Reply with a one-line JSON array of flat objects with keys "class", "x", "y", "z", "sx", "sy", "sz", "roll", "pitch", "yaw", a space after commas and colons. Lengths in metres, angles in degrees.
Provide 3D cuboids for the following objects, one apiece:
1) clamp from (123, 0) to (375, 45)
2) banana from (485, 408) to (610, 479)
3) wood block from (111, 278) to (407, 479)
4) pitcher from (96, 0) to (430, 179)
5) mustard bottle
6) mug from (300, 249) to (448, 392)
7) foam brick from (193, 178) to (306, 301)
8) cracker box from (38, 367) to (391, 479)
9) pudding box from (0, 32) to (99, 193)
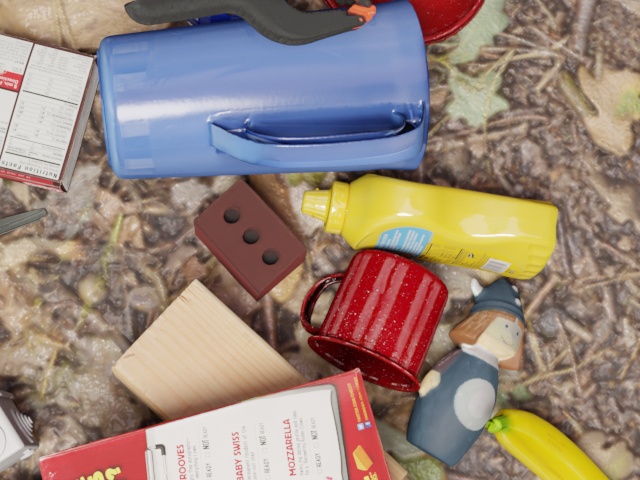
[{"class": "clamp", "x": -0.049, "y": -0.177, "z": 0.745, "sx": 0.171, "sy": 0.039, "sz": 0.120, "roll": 28, "pitch": 94, "yaw": -8}, {"class": "banana", "x": 0.193, "y": 0.189, "z": 0.820, "sx": 0.197, "sy": 0.069, "sz": 0.037, "roll": 42, "pitch": 119, "yaw": -10}, {"class": "wood block", "x": -0.048, "y": 0.136, "z": 0.793, "sx": 0.206, "sy": 0.090, "sz": 0.090, "roll": 42, "pitch": 76, "yaw": 4}, {"class": "pitcher", "x": -0.042, "y": -0.105, "z": 0.808, "sx": 0.242, "sy": 0.149, "sz": 0.145, "roll": -6, "pitch": 80, "yaw": -9}, {"class": "mustard bottle", "x": 0.080, "y": -0.014, "z": 0.833, "sx": 0.191, "sy": 0.096, "sz": 0.058, "roll": 9, "pitch": 76, "yaw": -4}, {"class": "mug", "x": 0.038, "y": 0.058, "z": 0.826, "sx": 0.117, "sy": 0.093, "sz": 0.081, "roll": 12, "pitch": 68, "yaw": 34}, {"class": "foam brick", "x": -0.055, "y": 0.001, "z": 0.839, "sx": 0.053, "sy": 0.051, "sz": 0.078, "roll": -43, "pitch": 86, "yaw": -12}, {"class": "cracker box", "x": -0.056, "y": 0.190, "z": 0.698, "sx": 0.213, "sy": 0.072, "sz": 0.164, "roll": -15, "pitch": 81, "yaw": -6}, {"class": "pudding box", "x": -0.233, "y": -0.102, "z": 0.849, "sx": 0.090, "sy": 0.039, "sz": 0.113, "roll": 14, "pitch": 79, "yaw": -4}]
